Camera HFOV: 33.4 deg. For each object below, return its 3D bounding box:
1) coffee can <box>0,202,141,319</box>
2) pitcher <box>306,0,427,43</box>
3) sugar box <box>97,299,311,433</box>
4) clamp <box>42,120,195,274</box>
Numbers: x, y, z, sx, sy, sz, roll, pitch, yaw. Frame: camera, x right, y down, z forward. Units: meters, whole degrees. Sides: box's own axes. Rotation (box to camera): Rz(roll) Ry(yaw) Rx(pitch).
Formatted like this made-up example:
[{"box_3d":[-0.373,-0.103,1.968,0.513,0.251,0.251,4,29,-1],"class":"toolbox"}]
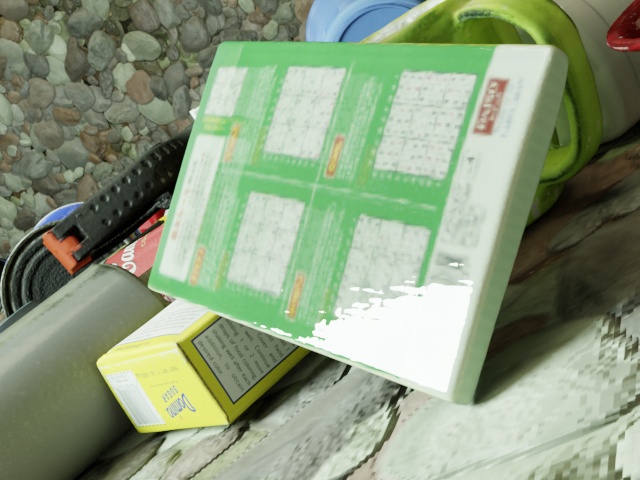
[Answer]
[{"box_3d":[-0.181,0.027,0.810,0.103,0.103,0.140,-35,10,-3],"class":"coffee can"},{"box_3d":[0.042,-0.172,0.963,0.149,0.145,0.243,-62,7,14],"class":"pitcher"},{"box_3d":[-0.012,0.018,0.492,0.176,0.048,0.094,-36,10,-32],"class":"sugar box"},{"box_3d":[-0.095,-0.049,0.697,0.165,0.036,0.209,-42,1,40],"class":"clamp"}]
